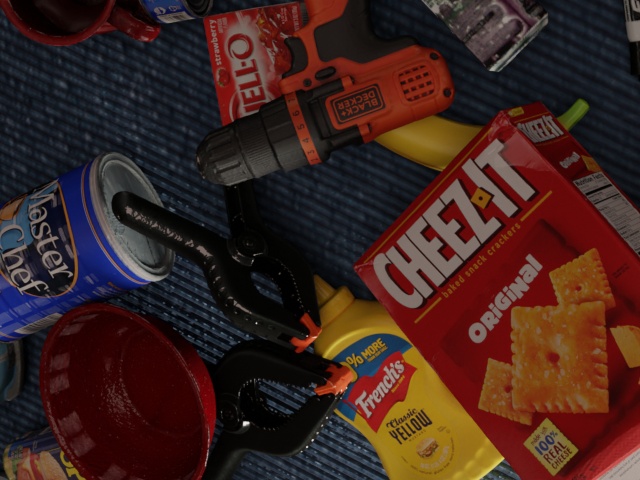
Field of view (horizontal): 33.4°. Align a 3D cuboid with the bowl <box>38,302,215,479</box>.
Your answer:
[{"bbox_3d":[-0.134,0.116,0.800,0.162,0.055,0.162,10,110,30],"label":"bowl"}]

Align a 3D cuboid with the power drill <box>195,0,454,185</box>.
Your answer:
[{"bbox_3d":[-0.021,-0.145,0.727,0.184,0.057,0.187,-20,93,3],"label":"power drill"}]

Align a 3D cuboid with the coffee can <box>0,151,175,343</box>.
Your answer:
[{"bbox_3d":[-0.196,0.006,0.809,0.140,0.102,0.103,-23,97,16],"label":"coffee can"}]

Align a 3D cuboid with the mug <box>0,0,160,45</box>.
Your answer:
[{"bbox_3d":[-0.164,-0.183,0.768,0.117,0.081,0.093,34,107,3],"label":"mug"}]

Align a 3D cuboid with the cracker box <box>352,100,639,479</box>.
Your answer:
[{"bbox_3d":[0.145,0.043,0.698,0.214,0.071,0.164,51,123,15],"label":"cracker box"}]

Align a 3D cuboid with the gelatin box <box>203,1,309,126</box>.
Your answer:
[{"bbox_3d":[-0.041,-0.125,0.782,0.073,0.030,0.089,-6,101,13],"label":"gelatin box"}]

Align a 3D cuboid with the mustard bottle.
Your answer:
[{"bbox_3d":[0.051,0.104,0.802,0.096,0.058,0.191,-39,92,23],"label":"mustard bottle"}]

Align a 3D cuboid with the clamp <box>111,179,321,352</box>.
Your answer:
[{"bbox_3d":[-0.055,0.001,0.773,0.171,0.120,0.039,46,147,0],"label":"clamp"}]

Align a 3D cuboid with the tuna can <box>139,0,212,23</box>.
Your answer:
[{"bbox_3d":[-0.105,-0.197,0.751,0.034,0.086,0.086,-6,101,15],"label":"tuna can"}]

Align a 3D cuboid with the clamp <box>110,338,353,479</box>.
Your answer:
[{"bbox_3d":[-0.070,0.119,0.819,0.210,0.036,0.164,-28,95,36],"label":"clamp"}]

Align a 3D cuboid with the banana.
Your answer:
[{"bbox_3d":[0.087,-0.085,0.764,0.198,0.037,0.069,13,88,8],"label":"banana"}]

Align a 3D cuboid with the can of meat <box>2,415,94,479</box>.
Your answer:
[{"bbox_3d":[-0.201,0.198,0.879,0.084,0.057,0.102,-18,98,18],"label":"can of meat"}]
